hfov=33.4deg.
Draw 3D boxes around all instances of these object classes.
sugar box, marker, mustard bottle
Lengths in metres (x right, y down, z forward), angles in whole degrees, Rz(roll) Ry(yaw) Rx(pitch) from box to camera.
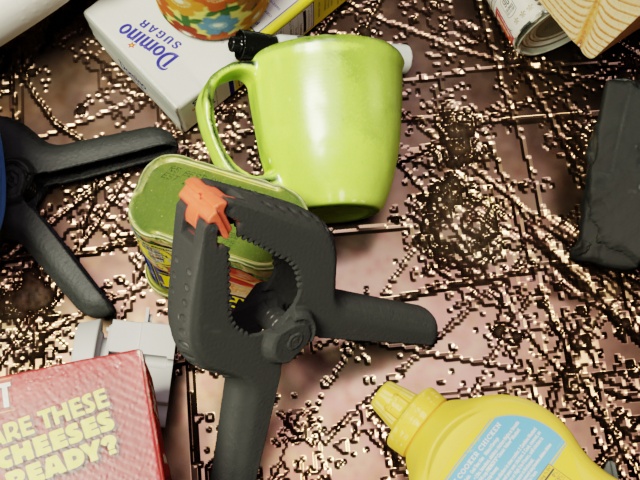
[{"bbox_3d":[-0.053,-0.160,0.684,0.176,0.048,0.093,-41,77,-9],"label":"sugar box"},{"bbox_3d":[0.001,-0.116,0.659,0.120,0.020,0.020,0,70,-26],"label":"marker"},{"bbox_3d":[0.106,0.139,0.571,0.192,0.058,0.096,36,82,18],"label":"mustard bottle"}]

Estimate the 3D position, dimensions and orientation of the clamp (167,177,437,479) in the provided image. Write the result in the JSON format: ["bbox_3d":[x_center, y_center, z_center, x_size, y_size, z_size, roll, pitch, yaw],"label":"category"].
[{"bbox_3d":[-0.014,0.039,0.550,0.164,0.210,0.036,-37,47,-19],"label":"clamp"}]

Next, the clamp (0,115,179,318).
[{"bbox_3d":[-0.172,-0.039,0.645,0.171,0.039,0.120,26,72,8],"label":"clamp"}]

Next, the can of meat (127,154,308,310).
[{"bbox_3d":[-0.054,0.001,0.605,0.102,0.084,0.057,16,67,8],"label":"can of meat"}]

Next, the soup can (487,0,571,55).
[{"bbox_3d":[0.131,-0.178,0.680,0.068,0.068,0.102,-23,74,-8],"label":"soup can"}]
